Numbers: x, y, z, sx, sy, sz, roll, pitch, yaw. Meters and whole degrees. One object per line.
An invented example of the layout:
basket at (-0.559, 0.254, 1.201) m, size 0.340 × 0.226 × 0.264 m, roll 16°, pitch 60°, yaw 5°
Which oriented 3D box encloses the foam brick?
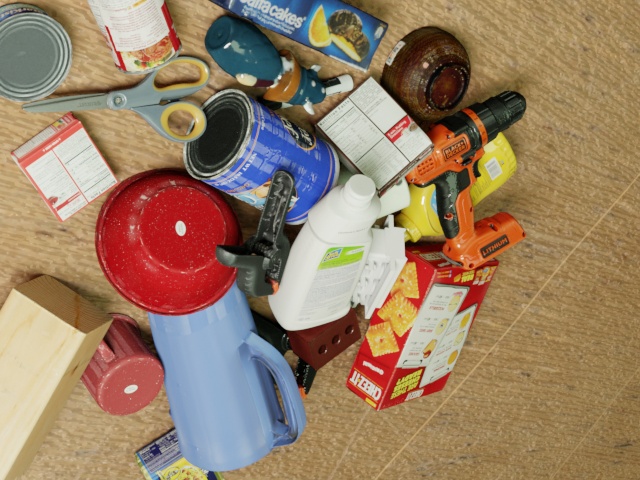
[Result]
foam brick at (0.004, 0.112, 1.318) m, size 0.078 × 0.051 × 0.053 m, roll -35°, pitch 132°, yaw -23°

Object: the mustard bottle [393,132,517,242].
mustard bottle at (0.162, -0.062, 1.365) m, size 0.191 × 0.058 × 0.096 m, roll -43°, pitch 136°, yaw -6°

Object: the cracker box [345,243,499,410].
cracker box at (0.136, 0.110, 1.435) m, size 0.163 × 0.072 × 0.214 m, roll -5°, pitch 123°, yaw -51°

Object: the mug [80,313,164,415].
mug at (-0.230, 0.133, 1.187) m, size 0.093 × 0.082 × 0.117 m, roll -35°, pitch 134°, yaw -13°

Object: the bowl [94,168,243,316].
bowl at (-0.149, -0.005, 1.107) m, size 0.162 × 0.055 × 0.162 m, roll 6°, pitch 74°, yaw -20°

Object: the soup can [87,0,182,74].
soup can at (-0.178, -0.217, 1.002) m, size 0.068 × 0.069 × 0.102 m, roll -32°, pitch 132°, yaw -16°

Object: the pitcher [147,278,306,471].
pitcher at (-0.116, 0.139, 1.231) m, size 0.149 × 0.145 × 0.243 m, roll -18°, pitch 124°, yaw -10°

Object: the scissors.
scissors at (-0.191, -0.123, 1.062) m, size 0.201 × 0.016 × 0.096 m, roll -28°, pitch 113°, yaw -30°

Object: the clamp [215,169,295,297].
clamp at (-0.057, 0.001, 1.126) m, size 0.120 × 0.039 × 0.171 m, roll -50°, pitch 163°, yaw -14°

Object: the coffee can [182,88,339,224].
coffee can at (-0.062, -0.088, 1.149) m, size 0.140 × 0.103 × 0.103 m, roll 26°, pitch 101°, yaw -44°

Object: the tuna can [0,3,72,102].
tuna can at (-0.275, -0.173, 0.982) m, size 0.086 × 0.034 × 0.086 m, roll -19°, pitch 128°, yaw -26°

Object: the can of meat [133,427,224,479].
can of meat at (-0.179, 0.286, 1.346) m, size 0.084 × 0.057 × 0.102 m, roll -31°, pitch 133°, yaw -14°

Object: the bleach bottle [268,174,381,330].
bleach bottle at (0.016, 0.009, 1.187) m, size 0.102 × 0.068 × 0.251 m, roll -16°, pitch 154°, yaw -27°

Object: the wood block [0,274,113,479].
wood block at (-0.312, 0.150, 1.108) m, size 0.206 × 0.090 × 0.090 m, roll -59°, pitch 176°, yaw 10°

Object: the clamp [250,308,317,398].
clamp at (-0.033, 0.110, 1.351) m, size 0.164 × 0.036 × 0.210 m, roll -29°, pitch 128°, yaw -18°

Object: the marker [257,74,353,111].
marker at (-0.018, -0.163, 1.191) m, size 0.120 × 0.020 × 0.020 m, roll -19°, pitch 128°, yaw -26°

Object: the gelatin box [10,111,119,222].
gelatin box at (-0.255, -0.072, 1.068) m, size 0.073 × 0.030 × 0.089 m, roll -38°, pitch 134°, yaw -12°

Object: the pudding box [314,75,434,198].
pudding box at (0.061, -0.117, 1.220) m, size 0.090 × 0.113 × 0.039 m, roll -41°, pitch 170°, yaw -6°

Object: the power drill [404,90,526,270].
power drill at (0.191, -0.072, 1.308) m, size 0.184 × 0.057 × 0.187 m, roll -29°, pitch 117°, yaw -13°
